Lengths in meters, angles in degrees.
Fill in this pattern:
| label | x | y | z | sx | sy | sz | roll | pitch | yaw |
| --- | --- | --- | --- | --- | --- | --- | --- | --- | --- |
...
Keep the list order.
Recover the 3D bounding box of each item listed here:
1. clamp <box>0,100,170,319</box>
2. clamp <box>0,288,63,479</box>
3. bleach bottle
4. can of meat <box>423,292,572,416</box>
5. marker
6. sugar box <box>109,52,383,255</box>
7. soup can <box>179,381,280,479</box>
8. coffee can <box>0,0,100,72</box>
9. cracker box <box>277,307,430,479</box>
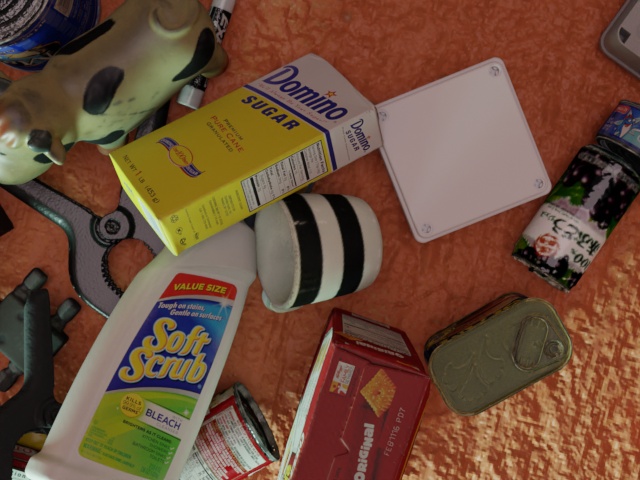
| label | x | y | z | sx | sy | sz | roll | pitch | yaw |
| --- | --- | --- | --- | --- | --- | --- | --- | --- | --- |
| clamp | -0.152 | -0.020 | 0.825 | 0.164 | 0.036 | 0.210 | -29 | 91 | 0 |
| clamp | -0.202 | 0.121 | 0.787 | 0.120 | 0.039 | 0.171 | 36 | 58 | -3 |
| bleach bottle | -0.115 | 0.068 | 0.771 | 0.102 | 0.068 | 0.250 | 27 | 72 | -21 |
| can of meat | 0.129 | 0.082 | 0.802 | 0.102 | 0.084 | 0.057 | -29 | 92 | 2 |
| marker | -0.083 | -0.161 | 0.827 | 0.020 | 0.020 | 0.121 | 20 | 92 | 0 |
| sugar box | -0.053 | -0.067 | 0.772 | 0.176 | 0.048 | 0.093 | -31 | 48 | -12 |
| soup can | -0.091 | 0.162 | 0.816 | 0.102 | 0.068 | 0.068 | -29 | 92 | 2 |
| coffee can | -0.224 | -0.180 | 0.767 | 0.103 | 0.140 | 0.103 | 0 | 92 | 1 |
| cracker box | 0.015 | 0.143 | 0.741 | 0.072 | 0.213 | 0.164 | 17 | 92 | 0 |
